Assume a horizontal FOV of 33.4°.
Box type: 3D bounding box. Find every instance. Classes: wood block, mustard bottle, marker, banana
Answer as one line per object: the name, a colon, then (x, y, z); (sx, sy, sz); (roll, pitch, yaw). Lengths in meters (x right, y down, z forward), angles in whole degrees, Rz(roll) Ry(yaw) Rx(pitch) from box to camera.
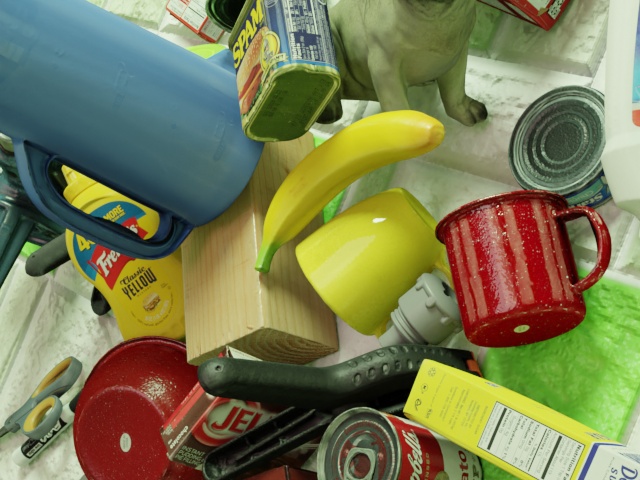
wood block: (-0.056, 0.001, 0.891); (0.091, 0.090, 0.206); (-25, 58, 34)
mustard bottle: (-0.170, 0.008, 0.949); (0.096, 0.058, 0.191); (-37, 84, 15)
marker: (-0.262, 0.183, 1.053); (0.121, 0.020, 0.020); (-42, 50, 22)
banana: (0.017, -0.047, 0.769); (0.198, 0.037, 0.069); (-39, 49, 39)

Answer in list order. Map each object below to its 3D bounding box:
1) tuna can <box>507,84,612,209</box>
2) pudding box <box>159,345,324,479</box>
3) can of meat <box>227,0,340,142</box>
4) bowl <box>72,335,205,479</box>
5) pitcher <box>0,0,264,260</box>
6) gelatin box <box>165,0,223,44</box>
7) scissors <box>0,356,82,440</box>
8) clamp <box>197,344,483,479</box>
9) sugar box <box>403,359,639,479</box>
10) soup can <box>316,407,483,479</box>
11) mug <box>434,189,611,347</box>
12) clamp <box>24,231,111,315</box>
tuna can: (0.175, -0.065, 0.746); (0.086, 0.033, 0.086); (-17, 63, 37)
pudding box: (-0.052, 0.139, 0.815); (0.090, 0.113, 0.039); (-51, 39, 15)
can of meat: (-0.027, -0.132, 0.785); (0.102, 0.057, 0.084); (129, 137, -55)
bowl: (-0.151, 0.162, 0.892); (0.162, 0.055, 0.162); (1, 92, 23)
pitcher: (-0.171, -0.100, 0.800); (0.145, 0.242, 0.149); (-43, 43, 26)
gelatin box: (-0.110, -0.253, 1.082); (0.073, 0.030, 0.089); (42, 103, 42)
scissors: (-0.307, 0.192, 1.074); (0.202, 0.016, 0.096); (-43, 25, 21)
clamp: (0.010, 0.115, 0.747); (0.165, 0.209, 0.036); (109, 149, -54)
sugar box: (0.145, 0.130, 0.656); (0.177, 0.093, 0.048); (19, 87, 44)
soup can: (0.055, 0.155, 0.720); (0.069, 0.102, 0.068); (-17, 62, 36)
mug: (0.139, 0.018, 0.710); (0.117, 0.093, 0.081); (-23, 64, 31)
clamp: (-0.204, -0.014, 1.016); (0.039, 0.120, 0.171); (29, 90, 28)
